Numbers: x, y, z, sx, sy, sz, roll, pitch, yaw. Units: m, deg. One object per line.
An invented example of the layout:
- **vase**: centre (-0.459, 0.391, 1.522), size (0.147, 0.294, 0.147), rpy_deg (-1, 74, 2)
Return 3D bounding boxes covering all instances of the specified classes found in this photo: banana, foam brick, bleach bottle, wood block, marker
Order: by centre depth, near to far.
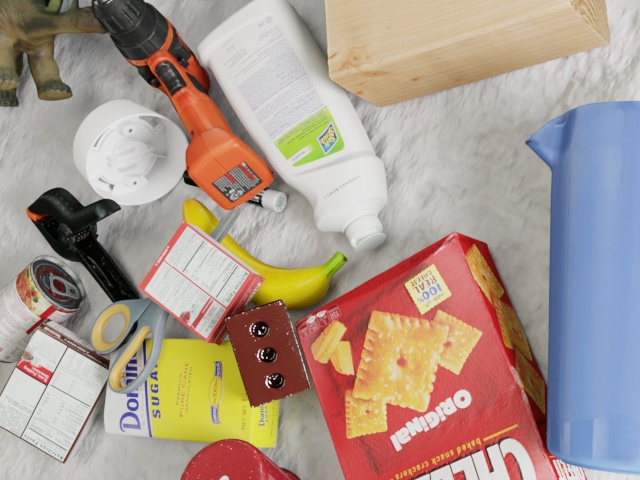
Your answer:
- **wood block**: centre (0.114, -0.183, 0.857), size (0.206, 0.090, 0.091), rpy_deg (-12, 73, 31)
- **foam brick**: centre (-0.045, 0.093, 0.880), size (0.053, 0.051, 0.078), rpy_deg (-18, 90, -6)
- **bleach bottle**: centre (-0.017, -0.095, 0.941), size (0.103, 0.068, 0.251), rpy_deg (-35, 65, 17)
- **banana**: centre (-0.061, 0.019, 0.963), size (0.198, 0.037, 0.069), rpy_deg (20, 82, 35)
- **marker**: centre (-0.083, -0.049, 1.001), size (0.121, 0.020, 0.020), rpy_deg (17, 90, 35)

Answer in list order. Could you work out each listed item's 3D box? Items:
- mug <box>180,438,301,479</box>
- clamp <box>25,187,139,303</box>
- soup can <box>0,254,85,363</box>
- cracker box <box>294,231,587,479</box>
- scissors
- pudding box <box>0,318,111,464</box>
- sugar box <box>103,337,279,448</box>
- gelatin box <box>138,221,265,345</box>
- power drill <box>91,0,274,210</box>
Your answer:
- **mug**: centre (-0.075, 0.220, 0.879), size (0.117, 0.081, 0.093), rpy_deg (-27, 48, 8)
- **clamp**: centre (-0.237, 0.002, 1.068), size (0.172, 0.039, 0.120), rpy_deg (18, 122, 49)
- **soup can**: centre (-0.298, 0.071, 1.088), size (0.102, 0.068, 0.068), rpy_deg (-39, 62, 22)
- **cracker box**: centre (0.086, 0.125, 0.821), size (0.164, 0.072, 0.214), rpy_deg (-30, 66, 25)
- **scissors**: centre (-0.150, 0.044, 0.982), size (0.096, 0.016, 0.202), rpy_deg (28, 91, 37)
- **pudding box**: centre (-0.258, 0.147, 1.041), size (0.090, 0.039, 0.113), rpy_deg (30, 100, 1)
- **sugar box**: centre (-0.119, 0.136, 0.969), size (0.176, 0.048, 0.093), rpy_deg (-3, 78, 32)
- **gelatin box**: centre (-0.103, 0.038, 0.932), size (0.089, 0.030, 0.073), rpy_deg (35, 93, 22)
- **power drill**: centre (-0.122, -0.128, 0.947), size (0.057, 0.184, 0.188), rpy_deg (-34, 64, 7)
